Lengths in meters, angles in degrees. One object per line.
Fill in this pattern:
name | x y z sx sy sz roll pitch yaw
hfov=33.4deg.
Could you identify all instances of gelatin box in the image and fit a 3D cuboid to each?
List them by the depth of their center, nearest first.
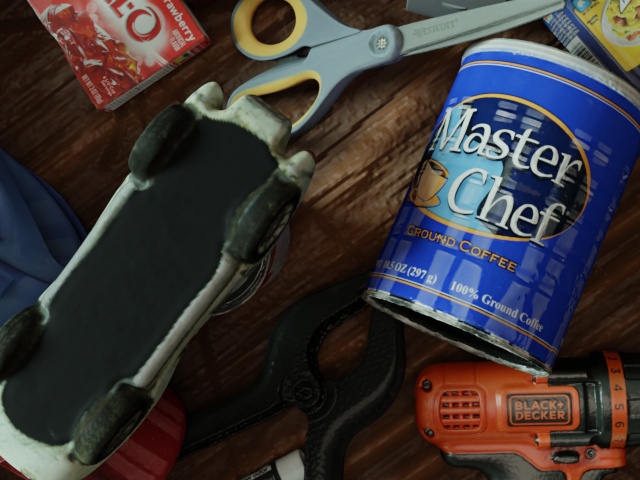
gelatin box | -0.116 -0.129 0.600 0.073 0.030 0.089 -33 90 5

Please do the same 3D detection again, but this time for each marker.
marker | -0.061 0.155 0.616 0.121 0.020 0.020 -28 90 6

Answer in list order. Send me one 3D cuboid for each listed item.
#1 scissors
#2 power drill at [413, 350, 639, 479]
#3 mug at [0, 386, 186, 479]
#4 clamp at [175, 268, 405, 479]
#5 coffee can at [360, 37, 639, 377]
scissors | 0.023 -0.116 0.555 0.202 0.016 0.096 -25 76 33
power drill | 0.146 0.154 0.581 0.184 0.057 0.187 -2 90 9
mug | -0.124 0.102 0.564 0.093 0.117 0.081 -44 121 7
clamp | 0.000 0.096 0.587 0.120 0.039 0.171 41 91 12
coffee can | 0.094 -0.016 0.539 0.103 0.103 0.140 24 83 3
